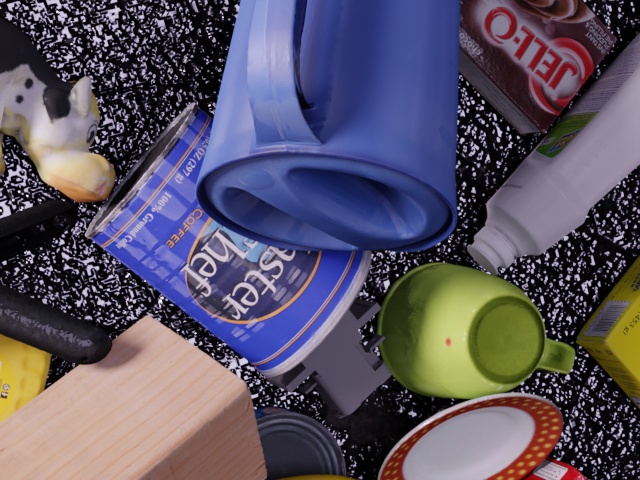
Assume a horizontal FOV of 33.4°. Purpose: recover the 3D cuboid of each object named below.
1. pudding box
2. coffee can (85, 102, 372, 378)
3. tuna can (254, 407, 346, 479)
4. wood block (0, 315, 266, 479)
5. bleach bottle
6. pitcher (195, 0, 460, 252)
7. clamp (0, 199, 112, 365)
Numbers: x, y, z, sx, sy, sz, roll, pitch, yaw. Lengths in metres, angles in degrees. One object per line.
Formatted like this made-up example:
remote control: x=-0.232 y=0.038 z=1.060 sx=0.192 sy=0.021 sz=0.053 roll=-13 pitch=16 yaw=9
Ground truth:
pudding box: x=0.138 y=-0.143 z=0.745 sx=0.113 sy=0.039 sz=0.090 roll=41 pitch=78 yaw=-13
coffee can: x=-0.054 y=0.001 z=0.644 sx=0.140 sy=0.103 sz=0.102 roll=40 pitch=77 yaw=-14
tuna can: x=-0.029 y=0.151 z=0.687 sx=0.086 sy=0.034 sz=0.086 roll=0 pitch=89 yaw=-19
wood block: x=-0.136 y=0.147 z=0.580 sx=0.205 sy=0.090 sz=0.091 roll=-38 pitch=140 yaw=-30
bleach bottle: x=0.196 y=-0.072 z=0.743 sx=0.250 sy=0.103 sz=0.068 roll=-44 pitch=96 yaw=-8
pitcher: x=0.013 y=-0.124 z=0.570 sx=0.144 sy=0.149 sz=0.243 roll=16 pitch=68 yaw=-23
clamp: x=-0.203 y=0.013 z=0.594 sx=0.171 sy=0.120 sz=0.039 roll=11 pitch=125 yaw=-23
